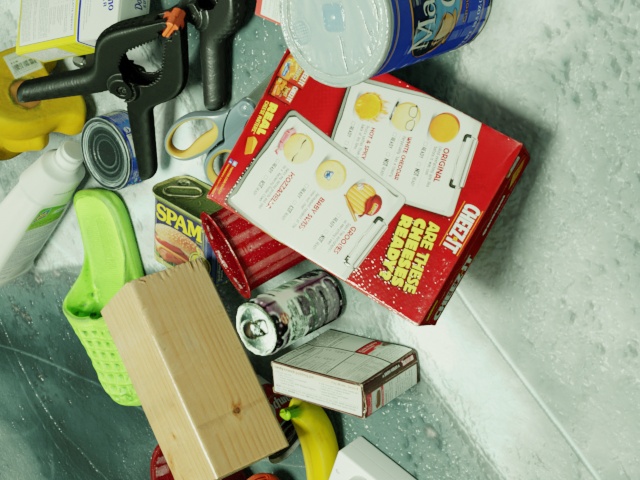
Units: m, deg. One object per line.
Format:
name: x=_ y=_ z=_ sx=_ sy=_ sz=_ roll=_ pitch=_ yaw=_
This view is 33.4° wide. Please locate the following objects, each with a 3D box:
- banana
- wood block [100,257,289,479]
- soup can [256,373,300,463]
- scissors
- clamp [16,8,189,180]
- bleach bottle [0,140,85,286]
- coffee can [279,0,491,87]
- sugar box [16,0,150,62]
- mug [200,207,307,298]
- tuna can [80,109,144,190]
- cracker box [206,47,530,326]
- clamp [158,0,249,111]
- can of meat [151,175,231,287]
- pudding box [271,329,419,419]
banana: x=-0.007 y=0.228 z=1.103 sx=0.037 sy=0.069 sz=0.198 roll=10 pitch=128 yaw=35
wood block: x=-0.127 y=0.135 z=1.061 sx=0.090 sy=0.090 sz=0.206 roll=-39 pitch=73 yaw=53
soup can: x=-0.069 y=0.181 z=1.139 sx=0.102 sy=0.068 sz=0.068 roll=32 pitch=127 yaw=29
scissors: x=-0.066 y=-0.111 z=1.040 sx=0.202 sy=0.016 sz=0.096 roll=-20 pitch=116 yaw=31
clamp: x=-0.202 y=-0.160 z=1.056 sx=0.164 sy=0.036 sz=0.210 roll=27 pitch=135 yaw=-14
bleach bottle: x=-0.346 y=-0.037 z=1.284 sx=0.068 sy=0.102 sz=0.251 roll=49 pitch=127 yaw=3
coffee can: x=0.052 y=-0.182 z=0.819 sx=0.103 sy=0.140 sz=0.103 roll=18 pitch=120 yaw=36
sugar box: x=-0.247 y=-0.243 z=1.111 sx=0.177 sy=0.048 sz=0.093 roll=1 pitch=85 yaw=40
mug: x=-0.057 y=0.001 z=1.029 sx=0.093 sy=0.081 sz=0.117 roll=55 pitch=165 yaw=23
tuna can: x=-0.226 y=-0.099 z=1.181 sx=0.086 sy=0.033 sz=0.086 roll=18 pitch=120 yaw=36
cracker box: x=0.038 y=-0.052 z=0.876 sx=0.214 sy=0.072 sz=0.164 roll=31 pitch=96 yaw=19
clamp: x=-0.117 y=-0.221 z=1.027 sx=0.120 sy=0.039 sz=0.172 roll=38 pitch=133 yaw=17
can of meat: x=-0.130 y=-0.009 z=1.119 sx=0.102 sy=0.057 sz=0.084 roll=28 pitch=128 yaw=31
pudding box: x=0.023 y=0.125 z=1.015 sx=0.114 sy=0.089 sz=0.039 roll=8 pitch=113 yaw=39
